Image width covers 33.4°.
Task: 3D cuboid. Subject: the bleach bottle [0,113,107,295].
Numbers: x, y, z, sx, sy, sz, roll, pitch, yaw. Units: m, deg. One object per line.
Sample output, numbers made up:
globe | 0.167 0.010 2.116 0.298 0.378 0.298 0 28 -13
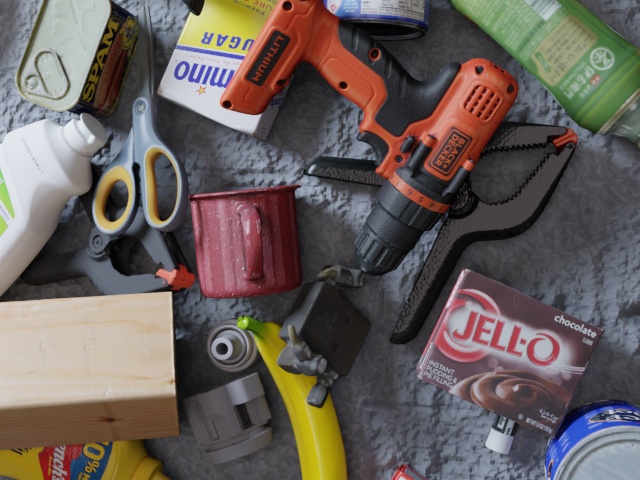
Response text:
bleach bottle | -0.266 -0.008 0.869 0.251 0.068 0.102 -38 80 17

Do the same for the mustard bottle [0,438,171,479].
mustard bottle | -0.206 0.171 0.879 0.192 0.058 0.096 22 86 9

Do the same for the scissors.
scissors | -0.154 -0.088 0.852 0.096 0.016 0.202 -29 62 20

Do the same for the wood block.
wood block | -0.215 0.104 0.825 0.206 0.091 0.090 -3 60 -6

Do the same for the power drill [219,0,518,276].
power drill | 0.024 -0.084 0.784 0.187 0.057 0.185 30 108 -7

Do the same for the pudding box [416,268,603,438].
pudding box | 0.141 0.083 0.802 0.113 0.039 0.090 24 94 1

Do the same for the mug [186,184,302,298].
mug | -0.055 0.001 0.828 0.093 0.117 0.081 -6 93 -11

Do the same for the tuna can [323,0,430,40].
tuna can | 0.042 -0.178 0.824 0.086 0.086 0.034 4 92 10

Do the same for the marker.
marker | 0.157 0.107 0.833 0.020 0.020 0.121 19 93 10

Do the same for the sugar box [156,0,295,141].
sugar box | -0.055 -0.179 0.861 0.093 0.048 0.176 24 92 12

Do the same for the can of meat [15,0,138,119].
can of meat | -0.193 -0.151 0.867 0.057 0.084 0.102 21 93 10

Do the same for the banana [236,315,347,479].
banana | -0.015 0.145 0.843 0.037 0.069 0.198 -20 92 44

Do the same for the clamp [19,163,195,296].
clamp | -0.178 0.011 0.869 0.172 0.039 0.120 33 105 32

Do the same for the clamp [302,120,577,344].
clamp | 0.108 -0.022 0.835 0.210 0.036 0.164 -22 87 13
